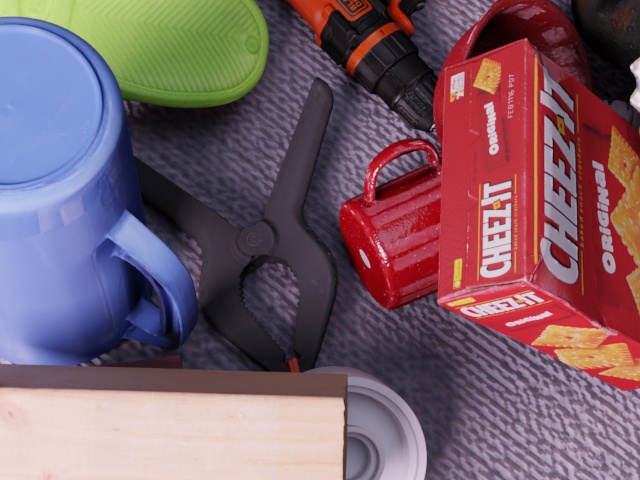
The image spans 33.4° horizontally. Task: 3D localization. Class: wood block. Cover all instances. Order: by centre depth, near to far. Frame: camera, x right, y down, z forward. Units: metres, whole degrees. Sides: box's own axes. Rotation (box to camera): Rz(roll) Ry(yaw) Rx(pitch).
[{"bbox_3d":[-0.089,0.119,0.582,0.206,0.091,0.090,1,92,2],"label":"wood block"}]

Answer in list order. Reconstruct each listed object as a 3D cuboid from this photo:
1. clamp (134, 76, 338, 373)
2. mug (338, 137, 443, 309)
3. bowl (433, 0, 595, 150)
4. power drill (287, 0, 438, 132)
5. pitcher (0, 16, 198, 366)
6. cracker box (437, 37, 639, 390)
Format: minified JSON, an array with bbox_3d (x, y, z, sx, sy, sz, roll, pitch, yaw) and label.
[{"bbox_3d":[-0.055,0.001,0.728,0.164,0.036,0.210,-11,77,1],"label":"clamp"},{"bbox_3d":[0.062,-0.013,0.722,0.081,0.117,0.093,-24,34,-12],"label":"mug"},{"bbox_3d":[0.132,-0.094,0.770,0.161,0.055,0.162,-2,93,-43],"label":"bowl"},{"bbox_3d":[0.082,-0.191,0.829,0.187,0.057,0.184,-37,80,-22],"label":"power drill"},{"bbox_3d":[-0.154,-0.015,0.613,0.149,0.243,0.145,-11,71,-12],"label":"pitcher"},{"bbox_3d":[0.169,-0.009,0.696,0.213,0.072,0.164,26,58,-41],"label":"cracker box"}]
